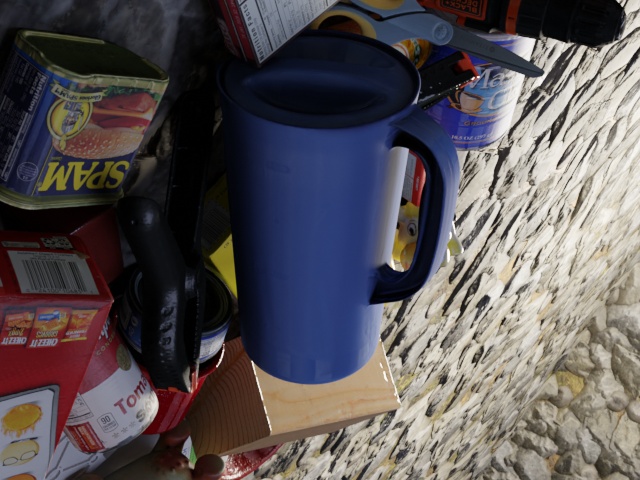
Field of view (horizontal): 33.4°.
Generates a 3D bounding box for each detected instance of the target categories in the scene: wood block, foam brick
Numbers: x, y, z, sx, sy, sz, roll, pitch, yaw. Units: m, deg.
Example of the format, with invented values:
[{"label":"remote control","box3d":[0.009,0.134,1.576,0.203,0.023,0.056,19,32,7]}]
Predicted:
[{"label":"wood block","box3d":[-0.026,0.137,0.991,0.091,0.090,0.205,-25,165,33]},{"label":"foam brick","box3d":[-0.164,-0.002,0.681,0.051,0.053,0.078,-39,156,-27]}]

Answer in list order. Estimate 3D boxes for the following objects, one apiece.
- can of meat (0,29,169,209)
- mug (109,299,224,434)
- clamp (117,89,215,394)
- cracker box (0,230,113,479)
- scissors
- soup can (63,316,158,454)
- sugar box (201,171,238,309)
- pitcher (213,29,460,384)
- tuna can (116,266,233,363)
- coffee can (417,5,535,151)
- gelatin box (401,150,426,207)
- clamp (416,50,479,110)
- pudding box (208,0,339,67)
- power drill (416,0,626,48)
[{"label":"can of meat","box3d":[-0.143,-0.069,0.612,0.101,0.057,0.084,-8,131,-59]},{"label":"mug","box3d":[-0.144,0.100,0.847,0.117,0.093,0.082,5,133,-27]},{"label":"clamp","box3d":[-0.100,0.022,0.706,0.164,0.036,0.210,-70,166,-64]},{"label":"cracker box","box3d":[-0.233,0.091,0.612,0.163,0.072,0.214,2,128,-36]},{"label":"scissors","box3d":[0.069,-0.142,0.782,0.201,0.016,0.096,34,96,-24]},{"label":"soup can","box3d":[-0.164,0.089,0.738,0.068,0.069,0.102,-39,118,-27]},{"label":"sugar box","box3d":[-0.056,0.001,0.901,0.093,0.048,0.176,-47,157,-9]},{"label":"pitcher","box3d":[0.004,-0.012,0.755,0.145,0.149,0.243,-6,128,-10]},{"label":"tuna can","box3d":[-0.111,0.053,0.821,0.085,0.086,0.034,-26,149,-46]},{"label":"coffee can","box3d":[0.130,-0.161,0.925,0.102,0.103,0.140,-39,155,-27]},{"label":"gelatin box","box3d":[0.064,-0.081,0.942,0.030,0.089,0.073,-42,156,-23]},{"label":"clamp","box3d":[0.043,-0.098,0.848,0.172,0.039,0.120,-33,-176,16]},{"label":"pudding box","box3d":[-0.022,-0.179,0.676,0.113,0.039,0.090,-41,145,-18]},{"label":"power drill","box3d":[0.139,-0.230,0.755,0.188,0.185,0.057,91,25,-44]}]
